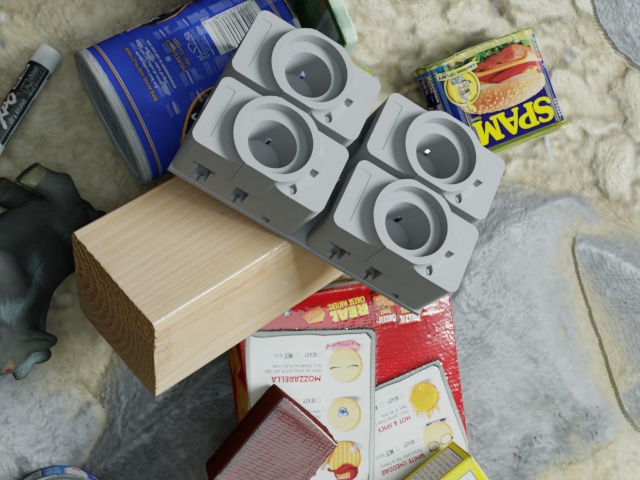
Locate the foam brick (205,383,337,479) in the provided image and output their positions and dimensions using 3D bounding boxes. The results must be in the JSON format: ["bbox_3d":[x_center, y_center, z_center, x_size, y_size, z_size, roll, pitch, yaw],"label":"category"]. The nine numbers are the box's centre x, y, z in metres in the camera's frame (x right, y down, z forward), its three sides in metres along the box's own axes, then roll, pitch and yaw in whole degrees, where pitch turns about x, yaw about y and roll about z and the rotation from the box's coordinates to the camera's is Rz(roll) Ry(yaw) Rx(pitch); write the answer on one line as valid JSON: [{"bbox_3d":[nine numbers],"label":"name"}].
[{"bbox_3d":[-0.034,0.146,0.729,0.051,0.053,0.078,41,87,-9],"label":"foam brick"}]

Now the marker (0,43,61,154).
[{"bbox_3d":[-0.219,-0.084,0.747,0.020,0.020,0.121,31,73,-14],"label":"marker"}]

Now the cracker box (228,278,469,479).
[{"bbox_3d":[0.022,0.137,0.805,0.164,0.072,0.214,-9,95,-13],"label":"cracker box"}]

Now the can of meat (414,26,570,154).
[{"bbox_3d":[0.133,-0.111,0.836,0.102,0.057,0.084,-22,95,-15],"label":"can of meat"}]

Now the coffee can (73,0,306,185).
[{"bbox_3d":[-0.086,-0.115,0.750,0.140,0.103,0.103,-28,99,-13],"label":"coffee can"}]

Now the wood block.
[{"bbox_3d":[-0.055,0.001,0.726,0.205,0.090,0.091,-32,62,-28],"label":"wood block"}]
